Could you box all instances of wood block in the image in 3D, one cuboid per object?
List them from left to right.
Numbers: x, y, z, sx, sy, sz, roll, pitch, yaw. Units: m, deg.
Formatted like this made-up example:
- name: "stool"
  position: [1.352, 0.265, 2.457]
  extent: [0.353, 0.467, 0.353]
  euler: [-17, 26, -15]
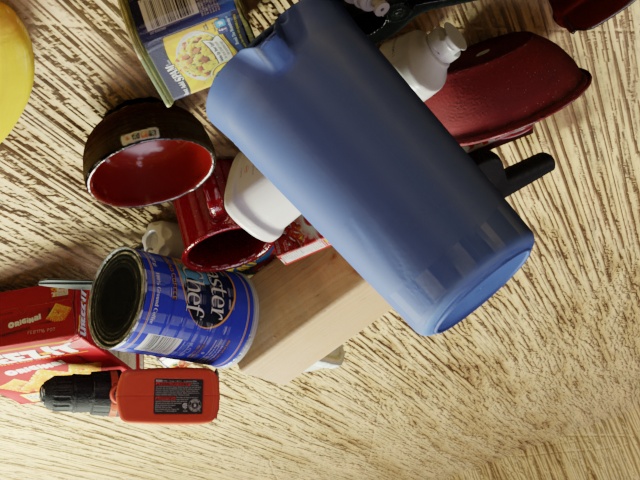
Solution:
- name: "wood block"
  position: [0.000, 0.056, 1.136]
  extent: [0.206, 0.090, 0.090]
  euler: [-37, 148, 16]

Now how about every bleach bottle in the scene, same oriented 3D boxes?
- name: "bleach bottle"
  position: [0.023, -0.102, 0.939]
  extent: [0.068, 0.102, 0.251]
  euler: [38, 126, -26]

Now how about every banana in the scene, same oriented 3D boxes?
- name: "banana"
  position: [-0.258, -0.107, 0.812]
  extent: [0.069, 0.037, 0.198]
  euler: [4, 148, -43]

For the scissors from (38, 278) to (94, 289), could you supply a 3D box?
- name: "scissors"
  position: [-0.188, 0.040, 1.118]
  extent: [0.096, 0.016, 0.201]
  euler: [-31, 152, 25]

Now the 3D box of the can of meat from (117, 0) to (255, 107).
- name: "can of meat"
  position: [-0.094, -0.155, 0.798]
  extent: [0.084, 0.057, 0.102]
  euler: [-20, 157, 1]

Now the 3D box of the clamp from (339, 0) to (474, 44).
- name: "clamp"
  position: [0.067, -0.193, 0.845]
  extent: [0.172, 0.039, 0.120]
  euler: [-26, 149, 32]

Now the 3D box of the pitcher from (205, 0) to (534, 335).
- name: "pitcher"
  position: [0.040, -0.050, 0.788]
  extent: [0.148, 0.243, 0.145]
  euler: [-25, 158, -43]

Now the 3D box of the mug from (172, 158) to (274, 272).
- name: "mug"
  position: [-0.100, -0.031, 1.030]
  extent: [0.093, 0.081, 0.117]
  euler: [-17, 156, -1]

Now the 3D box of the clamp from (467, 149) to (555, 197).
- name: "clamp"
  position: [0.164, -0.032, 1.110]
  extent: [0.209, 0.036, 0.165]
  euler: [10, 109, -56]

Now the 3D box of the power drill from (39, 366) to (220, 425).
- name: "power drill"
  position: [-0.194, 0.161, 1.124]
  extent: [0.184, 0.057, 0.188]
  euler: [1, 175, -21]

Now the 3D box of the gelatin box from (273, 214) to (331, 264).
- name: "gelatin box"
  position: [-0.019, -0.030, 1.076]
  extent: [0.073, 0.089, 0.030]
  euler: [-23, 154, 11]

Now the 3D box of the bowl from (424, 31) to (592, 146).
- name: "bowl"
  position: [0.152, -0.141, 0.939]
  extent: [0.162, 0.055, 0.162]
  euler: [-21, -161, 7]

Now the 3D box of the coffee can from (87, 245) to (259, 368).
- name: "coffee can"
  position: [-0.147, 0.069, 1.074]
  extent: [0.140, 0.103, 0.103]
  euler: [16, 141, -40]

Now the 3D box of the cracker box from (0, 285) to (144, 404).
- name: "cracker box"
  position: [-0.309, 0.121, 1.202]
  extent: [0.164, 0.072, 0.213]
  euler: [-10, 158, 7]
